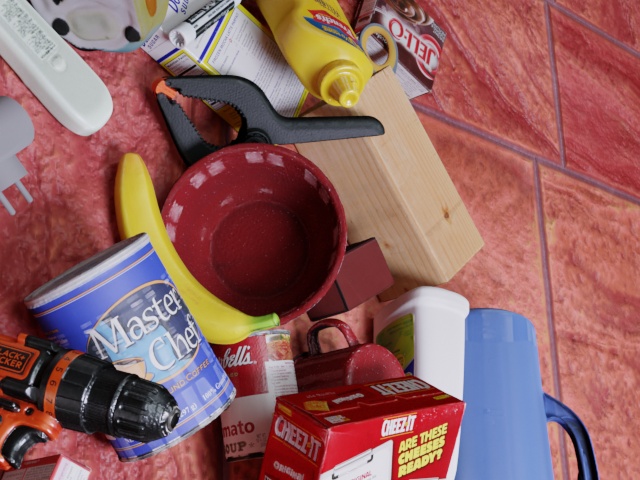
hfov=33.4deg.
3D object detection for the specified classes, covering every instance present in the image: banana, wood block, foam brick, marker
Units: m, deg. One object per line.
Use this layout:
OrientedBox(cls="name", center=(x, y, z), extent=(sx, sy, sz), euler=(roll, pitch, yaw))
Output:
OrientedBox(cls="banana", center=(-0.117, 0.018, 0.863), extent=(0.198, 0.069, 0.037), euler=(48, -3, 15))
OrientedBox(cls="wood block", center=(0.066, -0.055, 1.065), extent=(0.090, 0.090, 0.206), euler=(-39, 103, -46))
OrientedBox(cls="foam brick", center=(0.022, 0.036, 1.015), extent=(0.078, 0.053, 0.051), euler=(-27, 95, -47))
OrientedBox(cls="marker", center=(-0.093, -0.205, 0.948), extent=(0.020, 0.020, 0.121), euler=(55, 45, -15))

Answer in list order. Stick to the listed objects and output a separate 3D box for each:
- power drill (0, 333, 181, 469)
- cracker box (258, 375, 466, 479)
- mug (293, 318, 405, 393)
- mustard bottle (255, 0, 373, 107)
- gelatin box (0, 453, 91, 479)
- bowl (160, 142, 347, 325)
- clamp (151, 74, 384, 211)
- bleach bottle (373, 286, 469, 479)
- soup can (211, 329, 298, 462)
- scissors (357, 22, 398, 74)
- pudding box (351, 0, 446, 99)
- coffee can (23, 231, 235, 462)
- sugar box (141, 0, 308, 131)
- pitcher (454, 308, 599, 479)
OrientedBox(cls="power drill", center=(-0.202, 0.149, 0.679), extent=(0.057, 0.185, 0.187), euler=(76, 32, -51))
OrientedBox(cls="cracker box", center=(0.020, 0.224, 0.863), extent=(0.163, 0.072, 0.214), euler=(-1, 108, -45))
OrientedBox(cls="mug", center=(0.021, 0.127, 0.959), extent=(0.093, 0.082, 0.117), euler=(-7, 81, -46))
OrientedBox(cls="mustard bottle", center=(0.000, -0.180, 0.979), extent=(0.096, 0.058, 0.192), euler=(27, 27, -35))
OrientedBox(cls="gelatin box", center=(-0.199, 0.193, 0.721), extent=(0.030, 0.073, 0.089), euler=(38, 51, -30))
OrientedBox(cls="bowl", center=(-0.056, 0.001, 0.911), extent=(0.055, 0.162, 0.162), euler=(68, 15, -75))
OrientedBox(cls="clamp", center=(-0.063, -0.075, 0.956), extent=(0.209, 0.036, 0.164), euler=(25, 94, -21))
OrientedBox(cls="bleach bottle", center=(0.093, 0.175, 0.987), extent=(0.068, 0.103, 0.251), euler=(17, 58, -26))
OrientedBox(cls="soup can", center=(-0.052, 0.131, 0.895), extent=(0.068, 0.069, 0.102), euler=(4, 73, -44))
OrientedBox(cls="scissors", center=(0.082, -0.151, 1.145), extent=(0.201, 0.016, 0.096), euler=(39, 83, -28))
OrientedBox(cls="pudding box", center=(0.086, -0.225, 1.185), extent=(0.113, 0.039, 0.090), euler=(36, 54, -30))
OrientedBox(cls="coffee can", center=(-0.141, 0.079, 0.799), extent=(0.102, 0.103, 0.140), euler=(-38, 103, -45))
OrientedBox(cls="sugar box", center=(-0.090, -0.172, 0.986), extent=(0.176, 0.048, 0.093), euler=(39, 51, -24))
OrientedBox(cls="pitcher", center=(0.174, 0.195, 1.048), extent=(0.149, 0.145, 0.243), euler=(23, 57, -37))
